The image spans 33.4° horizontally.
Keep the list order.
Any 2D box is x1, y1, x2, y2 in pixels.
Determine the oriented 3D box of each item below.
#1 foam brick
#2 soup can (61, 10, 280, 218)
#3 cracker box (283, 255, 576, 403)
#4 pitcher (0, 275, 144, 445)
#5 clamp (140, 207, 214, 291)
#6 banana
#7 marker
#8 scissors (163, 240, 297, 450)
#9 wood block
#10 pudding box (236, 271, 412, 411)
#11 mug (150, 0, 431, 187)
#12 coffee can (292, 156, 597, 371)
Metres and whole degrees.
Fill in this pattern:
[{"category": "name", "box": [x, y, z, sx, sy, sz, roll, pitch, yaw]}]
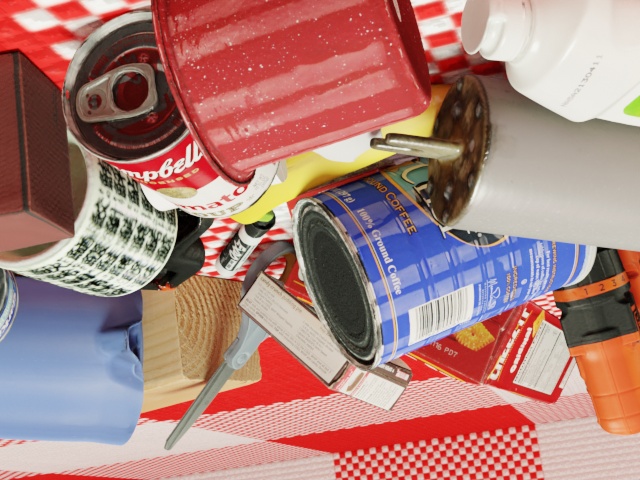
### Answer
[{"category": "foam brick", "box": [-0.149, -0.038, 0.493, 0.051, 0.078, 0.053, -11, 164, 8]}, {"category": "soup can", "box": [-0.065, -0.054, 0.493, 0.068, 0.068, 0.102, -11, 164, 14]}, {"category": "cracker box", "box": [0.092, 0.056, 0.798, 0.164, 0.072, 0.213, 24, 180, 27]}, {"category": "pitcher", "box": [-0.263, 0.089, 0.805, 0.242, 0.145, 0.149, 5, 118, -25]}, {"category": "clamp", "box": [-0.132, 0.009, 0.730, 0.120, 0.039, 0.171, -4, 164, -6]}, {"category": "banana", "box": [-0.006, -0.046, 0.608, 0.069, 0.037, 0.198, -21, 178, -41]}, {"category": "marker", "box": [-0.055, 0.001, 0.771, 0.020, 0.020, 0.121, -2, 163, -18]}, {"category": "scissors", "box": [-0.067, 0.076, 0.832, 0.201, 0.016, 0.096, -44, 144, -8]}, {"category": "wood block", "box": [-0.160, 0.100, 0.943, 0.207, 0.090, 0.090, -20, 160, 38]}, {"category": "pudding box", "box": [0.004, 0.075, 0.793, 0.114, 0.039, 0.089, 35, -176, 38]}, {"category": "mug", "box": [-0.005, -0.079, 0.417, 0.081, 0.093, 0.117, -16, -167, 14]}, {"category": "coffee can", "box": [0.069, 0.001, 0.606, 0.140, 0.103, 0.103, -21, 168, -17]}]
